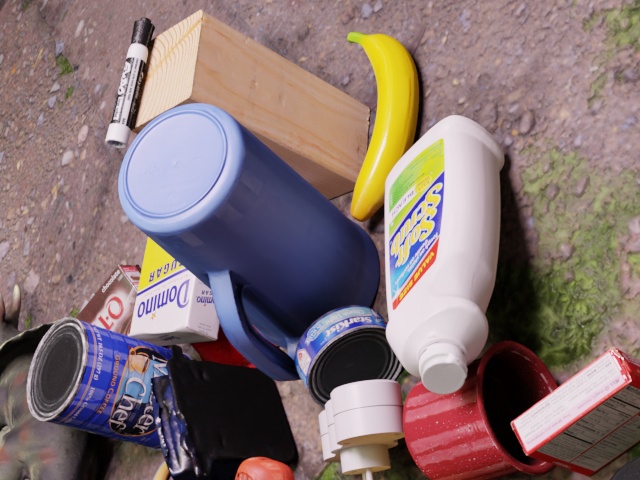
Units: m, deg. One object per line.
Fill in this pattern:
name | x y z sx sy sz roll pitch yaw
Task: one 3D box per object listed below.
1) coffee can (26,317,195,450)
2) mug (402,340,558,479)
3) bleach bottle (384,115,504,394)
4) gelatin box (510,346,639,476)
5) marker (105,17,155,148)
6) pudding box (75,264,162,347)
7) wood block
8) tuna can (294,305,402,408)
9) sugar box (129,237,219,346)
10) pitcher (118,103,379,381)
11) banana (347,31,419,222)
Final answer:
coffee can | -0.202 0.144 1.057 0.103 0.140 0.103 -25 53 39
mug | 0.117 0.119 0.758 0.082 0.093 0.117 -29 20 43
bleach bottle | 0.092 0.011 0.780 0.103 0.068 0.250 -44 22 28
gelatin box | 0.181 0.112 0.690 0.089 0.073 0.030 -44 44 25
marker | -0.164 -0.138 0.923 0.020 0.020 0.121 -10 64 46
pudding box | -0.214 0.095 1.151 0.114 0.039 0.090 -48 69 20
wood block | -0.059 -0.112 0.973 0.091 0.205 0.090 -19 58 43
tuna can | 0.023 0.095 0.869 0.086 0.086 0.034 -54 39 15
sugar box | -0.128 0.010 1.027 0.094 0.048 0.176 -11 62 45
pitcher | -0.056 0.001 0.868 0.145 0.242 0.149 -47 54 0
banana | 0.059 -0.113 0.973 0.070 0.037 0.198 -21 58 41
